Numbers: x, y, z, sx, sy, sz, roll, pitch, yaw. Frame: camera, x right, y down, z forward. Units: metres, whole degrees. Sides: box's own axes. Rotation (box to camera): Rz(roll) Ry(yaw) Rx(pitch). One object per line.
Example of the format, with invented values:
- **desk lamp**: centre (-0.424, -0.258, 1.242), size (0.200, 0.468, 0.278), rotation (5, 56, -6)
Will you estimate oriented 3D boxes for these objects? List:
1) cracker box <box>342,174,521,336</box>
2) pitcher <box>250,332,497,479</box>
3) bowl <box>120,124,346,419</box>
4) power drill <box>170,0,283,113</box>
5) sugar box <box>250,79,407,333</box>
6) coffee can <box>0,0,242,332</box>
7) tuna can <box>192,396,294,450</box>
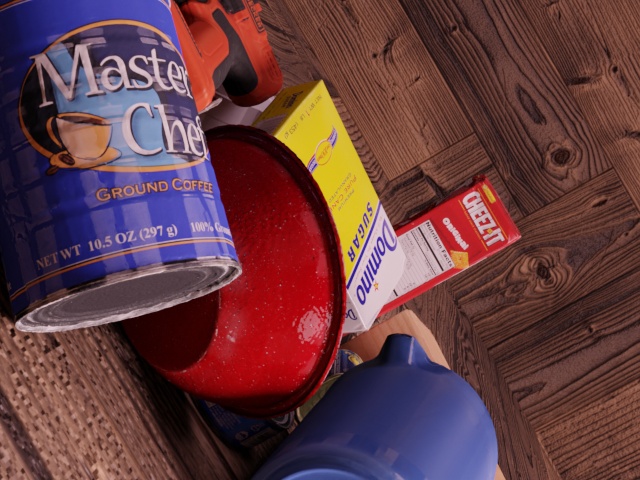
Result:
- **cracker box**: centre (0.082, 0.014, 1.038), size (0.072, 0.214, 0.164), rotation (60, 9, 0)
- **pitcher**: centre (0.032, 0.161, 0.640), size (0.149, 0.145, 0.242), rotation (49, 12, 7)
- **bowl**: centre (-0.062, 0.020, 0.563), size (0.055, 0.162, 0.162), rotation (-8, 64, -45)
- **power drill**: centre (-0.096, -0.168, 0.756), size (0.184, 0.057, 0.187), rotation (64, 22, -13)
- **sugar box**: centre (0.005, -0.024, 0.823), size (0.176, 0.048, 0.093), rotation (60, 41, -24)
- **coffee can**: centre (-0.102, -0.040, 0.484), size (0.102, 0.103, 0.140), rotation (23, 50, -75)
- **tuna can**: centre (-0.052, 0.086, 0.661), size (0.086, 0.034, 0.086), rotation (57, 10, -16)
